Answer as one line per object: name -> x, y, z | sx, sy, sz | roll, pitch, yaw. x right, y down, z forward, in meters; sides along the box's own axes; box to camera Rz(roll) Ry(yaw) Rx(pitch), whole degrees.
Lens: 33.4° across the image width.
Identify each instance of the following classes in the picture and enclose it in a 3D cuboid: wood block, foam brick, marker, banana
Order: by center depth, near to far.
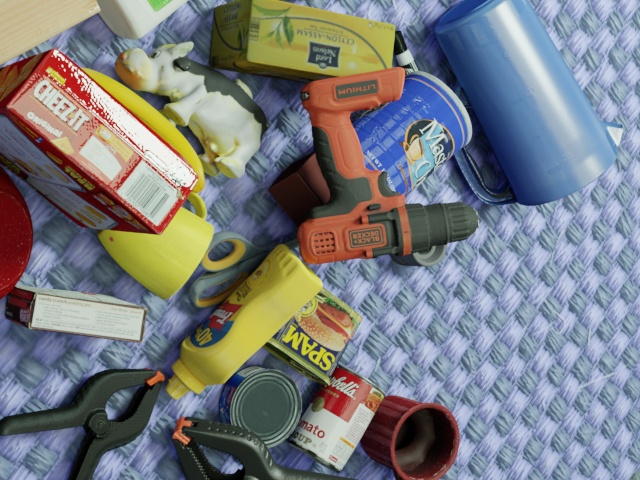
wood block -> -0.315, -0.194, 0.951 | 0.205, 0.090, 0.091 | -35, 110, -22
banana -> -0.181, -0.113, 1.035 | 0.197, 0.070, 0.037 | 35, 68, -20
foam brick -> -0.006, -0.048, 1.140 | 0.078, 0.053, 0.051 | 51, 46, -14
marker -> 0.106, -0.187, 1.223 | 0.020, 0.020, 0.121 | -35, 110, -22

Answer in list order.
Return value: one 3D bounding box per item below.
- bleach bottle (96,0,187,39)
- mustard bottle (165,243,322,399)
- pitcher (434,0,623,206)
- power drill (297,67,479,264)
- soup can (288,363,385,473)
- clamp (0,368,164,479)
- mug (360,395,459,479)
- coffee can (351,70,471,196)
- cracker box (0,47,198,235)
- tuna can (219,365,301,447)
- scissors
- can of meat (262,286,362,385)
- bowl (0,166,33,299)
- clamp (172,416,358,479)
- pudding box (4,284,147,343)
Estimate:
bleach bottle -> -0.125, -0.311, 1.059 | 0.250, 0.068, 0.102 | -46, 126, -20
mustard bottle -> -0.085, 0.090, 1.091 | 0.191, 0.096, 0.058 | -45, 110, 0
pitcher -> 0.224, -0.165, 1.238 | 0.149, 0.145, 0.243 | -43, 109, -33
power drill -> 0.059, -0.075, 1.067 | 0.184, 0.057, 0.187 | -9, 95, -5
soup can -> 0.018, 0.196, 1.177 | 0.068, 0.069, 0.102 | 38, 76, -26
clamp -> -0.233, 0.177, 1.055 | 0.171, 0.039, 0.120 | -48, 119, -24
mug -> 0.099, 0.234, 1.217 | 0.093, 0.082, 0.117 | -12, 99, -28
coffee can -> 0.082, -0.104, 1.169 | 0.140, 0.103, 0.102 | -41, 112, -20
cracker box -> -0.221, -0.083, 0.940 | 0.164, 0.214, 0.072 | 42, 73, -25
tuna can -> -0.065, 0.178, 1.150 | 0.086, 0.034, 0.086 | -3, 95, -29
scissors -> -0.057, 0.001, 1.130 | 0.201, 0.016, 0.096 | -34, 141, -22
can of meat -> -0.014, 0.095, 1.159 | 0.102, 0.058, 0.084 | 38, 74, -26
bowl -> -0.311, -0.001, 0.952 | 0.161, 0.055, 0.162 | -13, 106, -53
clamp -> -0.078, 0.265, 1.129 | 0.210, 0.036, 0.165 | 35, 110, -13
pudding box -> -0.233, 0.070, 1.016 | 0.113, 0.090, 0.039 | 9, 89, -30
